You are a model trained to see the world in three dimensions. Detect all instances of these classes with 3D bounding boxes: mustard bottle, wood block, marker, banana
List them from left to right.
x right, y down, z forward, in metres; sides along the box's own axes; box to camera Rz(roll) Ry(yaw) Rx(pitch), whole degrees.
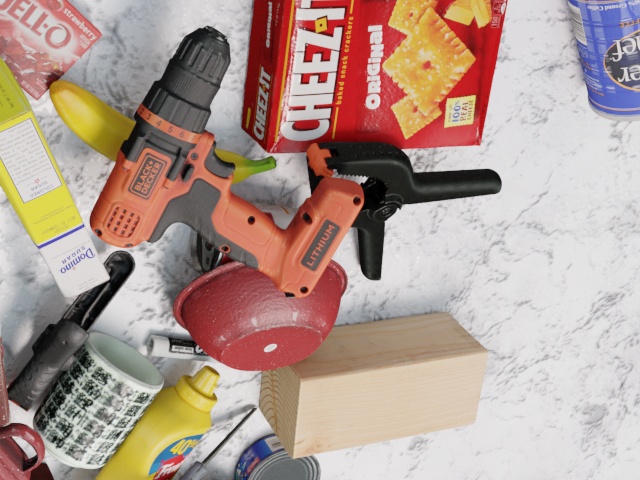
[{"bbox_3d":[-0.136,-0.081,0.874,0.197,0.037,0.070,16,138,-29],"label":"banana"},{"bbox_3d":[-0.155,0.197,0.997,0.192,0.058,0.096,-55,161,6],"label":"mustard bottle"},{"bbox_3d":[-0.106,0.106,1.011,0.120,0.020,0.020,11,110,-32],"label":"marker"},{"bbox_3d":[0.052,0.141,1.068,0.205,0.090,0.091,-6,118,-24],"label":"wood block"}]

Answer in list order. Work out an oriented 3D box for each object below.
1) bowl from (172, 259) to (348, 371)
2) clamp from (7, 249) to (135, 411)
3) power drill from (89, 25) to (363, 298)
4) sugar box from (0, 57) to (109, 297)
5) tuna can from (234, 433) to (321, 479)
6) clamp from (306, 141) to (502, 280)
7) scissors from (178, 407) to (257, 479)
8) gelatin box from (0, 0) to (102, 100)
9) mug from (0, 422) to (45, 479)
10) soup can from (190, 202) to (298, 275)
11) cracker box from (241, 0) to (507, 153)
[{"bbox_3d":[-0.048,0.073,0.953,0.162,0.055,0.162,-11,151,-6],"label":"bowl"},{"bbox_3d":[-0.215,0.081,0.901,0.039,0.120,0.172,43,130,-6],"label":"clamp"},{"bbox_3d":[-0.063,-0.051,0.835,0.187,0.057,0.184,26,105,-16],"label":"power drill"},{"bbox_3d":[-0.219,-0.045,0.807,0.048,0.093,0.176,-26,135,-15],"label":"sugar box"},{"bbox_3d":[-0.045,0.243,1.106,0.086,0.034,0.086,-12,120,-22],"label":"tuna can"},{"bbox_3d":[0.050,-0.032,0.963,0.209,0.036,0.165,18,128,-46],"label":"clamp"},{"bbox_3d":[-0.120,0.218,0.993,0.201,0.016,0.096,-47,172,-24],"label":"scissors"},{"bbox_3d":[-0.222,-0.161,0.802,0.073,0.030,0.089,-45,127,1],"label":"gelatin box"},{"bbox_3d":[-0.290,0.185,0.910,0.117,0.093,0.081,-18,130,8],"label":"mug"},{"bbox_3d":[-0.056,0.001,0.951,0.102,0.069,0.068,5,113,-30],"label":"soup can"},{"bbox_3d":[0.049,-0.162,0.916,0.213,0.072,0.164,-5,118,-25],"label":"cracker box"}]
